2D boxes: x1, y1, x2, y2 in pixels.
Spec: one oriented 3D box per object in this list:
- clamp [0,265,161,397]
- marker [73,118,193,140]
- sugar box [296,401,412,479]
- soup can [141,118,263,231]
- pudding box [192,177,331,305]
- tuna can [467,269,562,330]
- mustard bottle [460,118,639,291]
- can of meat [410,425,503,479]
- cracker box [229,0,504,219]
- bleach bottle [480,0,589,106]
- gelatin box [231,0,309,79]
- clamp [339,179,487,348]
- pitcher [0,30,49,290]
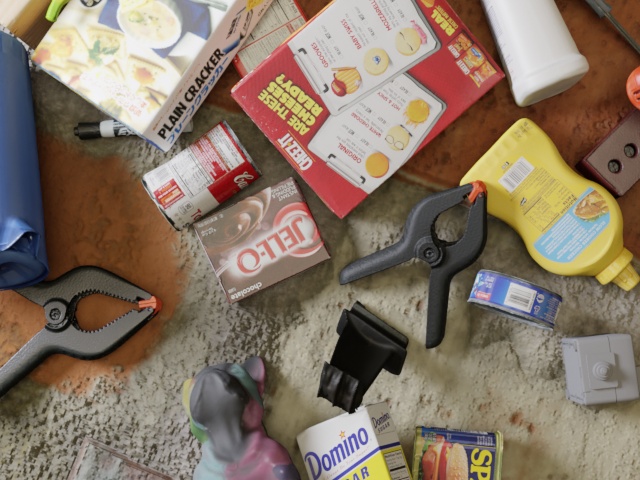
[{"bbox_3d":[-0.267,0.067,1.068,0.210,0.036,0.164,-14,82,2],"label":"clamp"},{"bbox_3d":[-0.191,-0.115,1.087,0.121,0.020,0.020,-4,86,2],"label":"marker"},{"bbox_3d":[0.045,0.250,1.004,0.093,0.048,0.176,-29,75,33],"label":"sugar box"},{"bbox_3d":[-0.117,-0.064,1.055,0.102,0.068,0.068,-34,85,0],"label":"soup can"},{"bbox_3d":[-0.057,0.001,1.061,0.113,0.039,0.090,-26,85,1],"label":"pudding box"},{"bbox_3d":[0.187,0.057,1.023,0.086,0.086,0.034,19,85,4],"label":"tuna can"},{"bbox_3d":[0.235,-0.023,1.039,0.191,0.058,0.096,44,99,5],"label":"mustard bottle"},{"bbox_3d":[0.129,0.231,1.028,0.084,0.057,0.102,5,86,5],"label":"can of meat"},{"bbox_3d":[0.043,-0.153,1.039,0.213,0.072,0.164,-41,100,-1],"label":"cracker box"},{"bbox_3d":[0.178,-0.260,1.038,0.068,0.102,0.251,-22,86,0],"label":"bleach bottle"},{"bbox_3d":[-0.053,-0.206,1.082,0.089,0.030,0.073,-30,84,1],"label":"gelatin box"},{"bbox_3d":[0.113,0.020,1.037,0.120,0.039,0.172,43,110,-4],"label":"clamp"},{"bbox_3d":[-0.341,-0.074,1.030,0.149,0.145,0.243,-4,73,-8],"label":"pitcher"}]
